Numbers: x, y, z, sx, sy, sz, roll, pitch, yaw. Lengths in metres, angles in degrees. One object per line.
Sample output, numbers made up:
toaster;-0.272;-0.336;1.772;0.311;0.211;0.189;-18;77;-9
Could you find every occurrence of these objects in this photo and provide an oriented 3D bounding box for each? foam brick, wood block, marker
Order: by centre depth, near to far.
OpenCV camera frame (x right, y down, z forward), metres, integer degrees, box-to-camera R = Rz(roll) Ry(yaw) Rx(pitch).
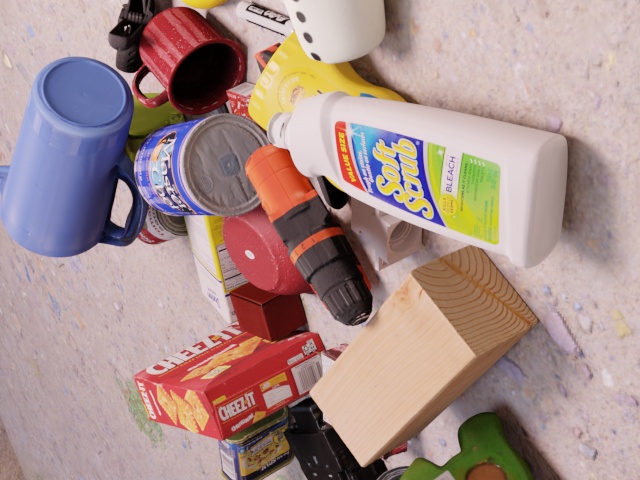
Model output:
wood block;0.086;0.106;0.956;0.091;0.090;0.206;53;137;18
marker;-0.040;-0.207;1.020;0.121;0.020;0.020;32;139;44
foam brick;-0.062;0.080;1.260;0.078;0.052;0.051;15;126;55

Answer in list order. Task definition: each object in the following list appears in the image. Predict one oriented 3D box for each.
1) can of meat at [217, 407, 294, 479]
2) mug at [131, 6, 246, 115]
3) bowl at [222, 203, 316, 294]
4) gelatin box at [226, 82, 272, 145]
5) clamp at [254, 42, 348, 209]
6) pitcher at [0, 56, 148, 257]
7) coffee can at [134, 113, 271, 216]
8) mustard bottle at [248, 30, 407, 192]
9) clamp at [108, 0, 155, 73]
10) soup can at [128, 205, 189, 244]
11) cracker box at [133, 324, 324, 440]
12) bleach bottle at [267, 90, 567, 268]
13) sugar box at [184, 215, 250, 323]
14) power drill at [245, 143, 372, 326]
can of meat;-0.086;0.264;1.403;0.058;0.101;0.084;33;138;43
mug;-0.147;-0.185;1.122;0.082;0.117;0.093;49;176;34
bowl;-0.058;0.001;1.168;0.162;0.055;0.162;35;143;32
gelatin box;-0.057;-0.120;1.109;0.089;0.030;0.073;24;134;50
clamp;0.000;-0.117;1.011;0.171;0.039;0.120;57;145;-3
pitcher;-0.276;-0.089;1.211;0.145;0.149;0.243;68;151;23
coffee can;-0.123;-0.076;1.118;0.141;0.102;0.103;3;116;61
mustard bottle;0.030;-0.095;0.932;0.192;0.058;0.096;40;110;18
clamp;-0.207;-0.238;1.180;0.036;0.164;0.210;15;154;-6
soup can;-0.198;-0.033;1.375;0.102;0.068;0.068;-12;103;60
cracker box;-0.110;0.165;1.293;0.214;0.164;0.072;-2;110;59
bleach bottle;0.066;-0.058;0.846;0.251;0.067;0.102;16;120;32
sugar box;-0.127;0.005;1.302;0.093;0.048;0.176;41;150;52
power drill;0.003;0.012;1.005;0.184;0.057;0.187;61;179;18
